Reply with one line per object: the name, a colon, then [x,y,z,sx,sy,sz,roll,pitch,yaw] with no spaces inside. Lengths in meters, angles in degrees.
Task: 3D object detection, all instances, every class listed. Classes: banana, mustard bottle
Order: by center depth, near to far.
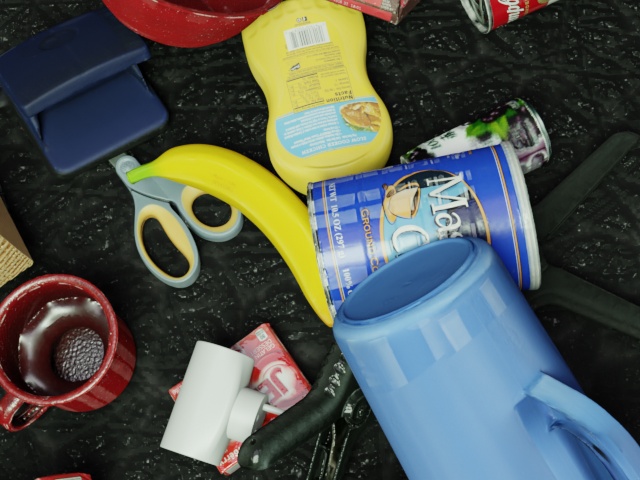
banana: [-0.048,-0.016,0.805,0.198,0.037,0.069,35,86,4]
mustard bottle: [0.004,-0.092,0.820,0.096,0.058,0.191,-13,72,-3]

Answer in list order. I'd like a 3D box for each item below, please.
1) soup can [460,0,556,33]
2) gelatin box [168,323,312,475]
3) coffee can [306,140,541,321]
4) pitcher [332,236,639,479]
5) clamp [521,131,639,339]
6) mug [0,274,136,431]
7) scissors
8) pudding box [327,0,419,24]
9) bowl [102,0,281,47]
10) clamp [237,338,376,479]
soup can: [0.162,-0.214,0.835,0.102,0.068,0.068,-24,73,-2]
gelatin box: [-0.054,0.115,0.778,0.089,0.030,0.073,-35,73,-5]
coffee can: [0.070,-0.004,0.727,0.140,0.103,0.103,-11,73,5]
pitcher: [0.116,0.122,0.646,0.149,0.145,0.243,-27,105,14]
clamp: [0.155,0.003,0.787,0.210,0.036,0.164,-3,74,5]
mug: [-0.189,0.089,0.773,0.093,0.081,0.117,32,79,14]
scissors: [-0.131,-0.059,0.846,0.096,0.016,0.202,-25,72,-4]
pudding box: [0.038,-0.213,0.831,0.090,0.039,0.113,22,32,11]
bowl: [-0.110,-0.195,0.805,0.162,0.055,0.162,16,39,-14]
clamp: [0.008,0.113,0.734,0.039,0.120,0.171,19,71,30]
